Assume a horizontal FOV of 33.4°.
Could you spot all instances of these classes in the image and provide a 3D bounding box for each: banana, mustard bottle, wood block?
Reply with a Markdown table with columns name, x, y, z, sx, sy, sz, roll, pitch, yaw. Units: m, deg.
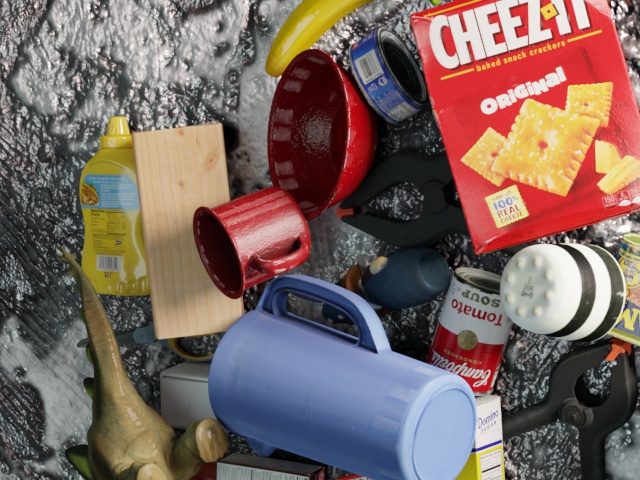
| name | x | y | z | sx | sy | sz | roll | pitch | yaw |
| --- | --- | --- | --- | --- | --- | --- | --- | --- | --- |
| banana | 0.021 | -0.221 | 1.017 | 0.198 | 0.037 | 0.069 | -20 | 61 | 33 |
| mustard bottle | -0.217 | -0.039 | 1.162 | 0.096 | 0.058 | 0.191 | 3 | 99 | 29 |
| wood block | -0.133 | -0.011 | 1.089 | 0.090 | 0.091 | 0.206 | -7 | 95 | -2 |

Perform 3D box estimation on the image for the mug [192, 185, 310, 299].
| name | x | y | z | sx | sy | sz | roll | pitch | yaw |
| --- | --- | --- | --- | --- | --- | --- | --- | --- | --- |
| mug | -0.057 | 0.001 | 1.000 | 0.117 | 0.081 | 0.093 | 26 | 132 | 53 |

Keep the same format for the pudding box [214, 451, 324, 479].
| name | x | y | z | sx | sy | sz | roll | pitch | yaw |
| --- | --- | --- | --- | --- | --- | --- | --- | --- | --- |
| pudding box | -0.052 | 0.267 | 1.072 | 0.114 | 0.039 | 0.090 | 3 | 92 | 24 |

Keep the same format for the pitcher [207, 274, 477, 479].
| name | x | y | z | sx | sy | sz | roll | pitch | yaw |
| --- | --- | --- | --- | --- | --- | --- | --- | --- | --- |
| pitcher | 0.020 | 0.138 | 0.988 | 0.243 | 0.145 | 0.149 | 12 | 145 | 43 |

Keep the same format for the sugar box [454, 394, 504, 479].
| name | x | y | z | sx | sy | sz | roll | pitch | yaw |
| --- | --- | --- | --- | --- | --- | --- | --- | --- | --- |
| sugar box | 0.129 | 0.232 | 1.015 | 0.094 | 0.048 | 0.176 | 1 | 100 | 49 |

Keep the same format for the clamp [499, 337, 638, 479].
| name | x | y | z | sx | sy | sz | roll | pitch | yaw |
| --- | --- | --- | --- | --- | --- | --- | --- | --- | --- |
| clamp | 0.225 | 0.152 | 0.968 | 0.120 | 0.039 | 0.171 | 23 | 114 | 18 |

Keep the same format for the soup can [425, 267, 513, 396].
| name | x | y | z | sx | sy | sz | roll | pitch | yaw |
| --- | --- | --- | --- | --- | --- | --- | --- | --- | --- |
| soup can | 0.142 | 0.084 | 0.990 | 0.069 | 0.068 | 0.102 | 21 | 106 | 23 |

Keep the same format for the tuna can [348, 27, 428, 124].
| name | x | y | z | sx | sy | sz | roll | pitch | yaw |
| --- | --- | --- | --- | --- | --- | --- | --- | --- | --- |
| tuna can | 0.064 | -0.153 | 0.986 | 0.034 | 0.086 | 0.086 | -29 | 84 | 26 |

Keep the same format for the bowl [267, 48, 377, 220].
| name | x | y | z | sx | sy | sz | roll | pitch | yaw |
| --- | --- | --- | --- | --- | --- | --- | --- | --- | --- |
| bowl | 0.008 | -0.099 | 1.016 | 0.162 | 0.055 | 0.162 | -4 | 86 | 61 |

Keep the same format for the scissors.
| name | x | y | z | sx | sy | sz | roll | pitch | yaw |
| --- | --- | --- | --- | --- | --- | --- | --- | --- | --- |
| scissors | -0.191 | 0.087 | 1.191 | 0.202 | 0.016 | 0.096 | 7 | 99 | 26 |

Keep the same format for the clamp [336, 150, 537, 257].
| name | x | y | z | sx | sy | sz | roll | pitch | yaw |
| --- | --- | --- | --- | --- | --- | --- | --- | --- | --- |
| clamp | 0.115 | -0.053 | 1.001 | 0.210 | 0.036 | 0.164 | -2 | 95 | 24 |

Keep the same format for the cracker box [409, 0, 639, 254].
| name | x | y | z | sx | sy | sz | roll | pitch | yaw |
| --- | --- | --- | --- | --- | --- | --- | --- | --- | --- |
| cracker box | 0.182 | -0.111 | 0.913 | 0.164 | 0.072 | 0.214 | -16 | 90 | 8 |
